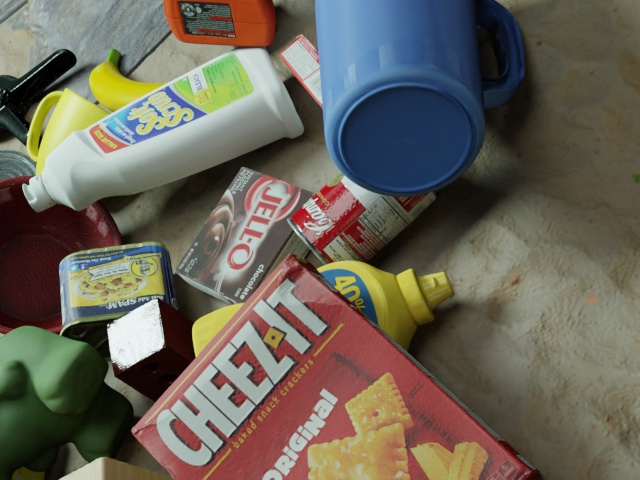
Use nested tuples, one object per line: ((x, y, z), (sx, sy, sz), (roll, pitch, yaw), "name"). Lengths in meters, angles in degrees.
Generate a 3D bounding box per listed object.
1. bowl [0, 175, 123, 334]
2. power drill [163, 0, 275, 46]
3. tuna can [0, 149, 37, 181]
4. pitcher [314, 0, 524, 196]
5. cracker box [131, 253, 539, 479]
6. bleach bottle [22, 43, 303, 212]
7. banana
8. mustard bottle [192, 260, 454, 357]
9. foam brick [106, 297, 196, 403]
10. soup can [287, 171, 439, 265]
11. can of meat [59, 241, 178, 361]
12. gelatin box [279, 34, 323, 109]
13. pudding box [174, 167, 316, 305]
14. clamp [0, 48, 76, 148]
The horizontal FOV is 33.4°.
((-0.264, 0.023, 0.982), (0.162, 0.055, 0.162), (6, 63, -11), "bowl")
((-0.050, -0.251, 0.988), (0.185, 0.057, 0.187), (5, 43, 18), "power drill")
((-0.317, -0.048, 1.078), (0.086, 0.034, 0.086), (1, 75, -4), "tuna can")
((0.068, -0.142, 0.796), (0.149, 0.145, 0.243), (-19, 38, 17), "pitcher")
((0.008, 0.139, 0.696), (0.214, 0.072, 0.164), (42, 90, 18), "cracker box")
((-0.147, -0.087, 0.956), (0.251, 0.068, 0.103), (-26, 47, 1), "bleach bottle")
((-0.179, -0.153, 1.076), (0.198, 0.037, 0.069), (24, 79, 41), "banana")
((0.006, 0.068, 0.780), (0.192, 0.058, 0.096), (-23, 61, 7), "mustard bottle")
((-0.126, 0.092, 0.862), (0.053, 0.078, 0.051), (-29, 49, 16), "foam brick")
((0.034, -0.026, 0.832), (0.102, 0.068, 0.069), (-43, 48, 4), "soup can")
((-0.171, 0.052, 0.911), (0.102, 0.057, 0.084), (-7, 48, -10), "can of meat")
((0.010, -0.126, 0.907), (0.030, 0.073, 0.089), (-40, 47, 5), "gelatin box")
((-0.056, 0.001, 0.896), (0.090, 0.039, 0.113), (22, 76, 40), "pudding box")
((-0.344, -0.142, 1.182), (0.172, 0.039, 0.120), (-13, 52, 35), "clamp")
